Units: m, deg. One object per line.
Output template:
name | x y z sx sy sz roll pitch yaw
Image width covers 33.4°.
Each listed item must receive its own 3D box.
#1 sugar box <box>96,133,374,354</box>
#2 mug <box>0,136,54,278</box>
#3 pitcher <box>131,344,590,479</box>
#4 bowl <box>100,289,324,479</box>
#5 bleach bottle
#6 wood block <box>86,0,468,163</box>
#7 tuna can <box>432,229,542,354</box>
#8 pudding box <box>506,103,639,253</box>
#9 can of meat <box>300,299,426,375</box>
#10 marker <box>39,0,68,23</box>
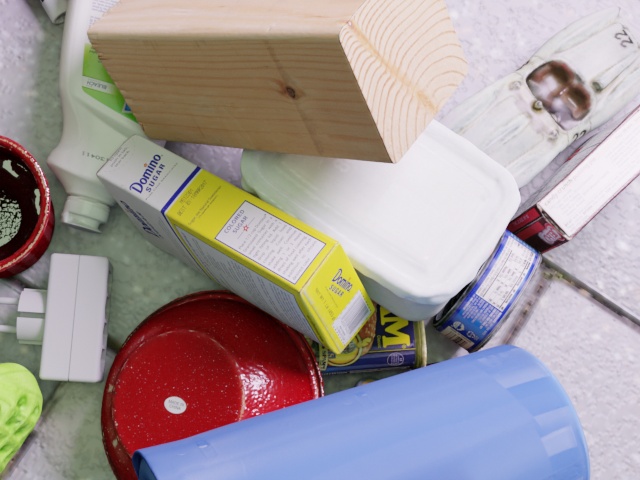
sugar box | -0.054 0.001 0.679 0.176 0.093 0.048 31 73 30
mug | -0.231 -0.024 0.707 0.117 0.081 0.093 32 80 -2
pitcher | 0.029 0.147 0.591 0.242 0.145 0.149 -17 66 -19
bowl | -0.081 0.107 0.690 0.162 0.055 0.162 -4 76 17
bleach bottle | -0.141 -0.131 0.743 0.102 0.068 0.251 15 83 -6
wood block | -0.030 -0.114 0.644 0.090 0.206 0.090 -52 133 -29
tuna can | 0.114 0.034 0.736 0.034 0.086 0.086 35 80 1
pudding box | 0.187 -0.040 0.752 0.113 0.090 0.039 -44 88 -11
can of meat | 0.025 0.043 0.740 0.084 0.057 0.102 -4 83 -5
marker | -0.215 -0.211 0.766 0.020 0.020 0.121 -32 86 -10
